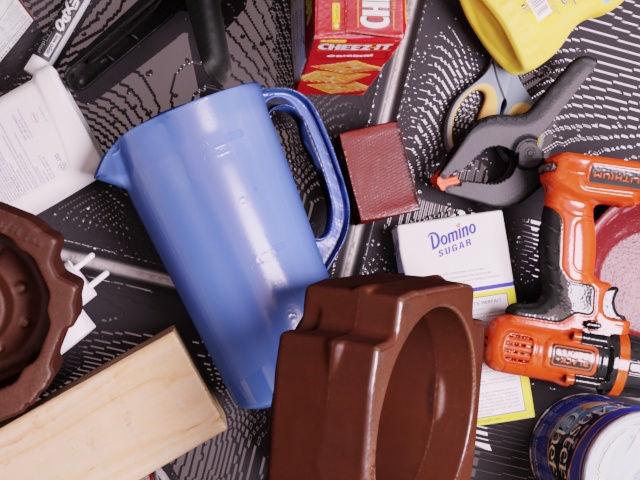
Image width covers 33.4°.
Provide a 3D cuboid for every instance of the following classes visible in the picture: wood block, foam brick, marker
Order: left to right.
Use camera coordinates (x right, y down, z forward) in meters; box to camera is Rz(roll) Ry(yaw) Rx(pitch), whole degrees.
[{"bbox_3d":[-0.210,-0.190,0.896,0.020,0.020,0.121,30,85,-4],"label":"marker"},{"bbox_3d":[-0.186,0.158,0.849,0.206,0.091,0.090,-29,92,-6],"label":"wood block"},{"bbox_3d":[0.046,-0.055,0.899,0.051,0.053,0.078,-14,88,-6],"label":"foam brick"}]

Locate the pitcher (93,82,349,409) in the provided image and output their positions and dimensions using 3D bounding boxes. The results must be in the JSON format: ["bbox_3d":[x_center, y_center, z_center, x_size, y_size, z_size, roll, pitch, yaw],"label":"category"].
[{"bbox_3d":[-0.056,0.001,0.854,0.149,0.144,0.243,-22,94,24],"label":"pitcher"}]

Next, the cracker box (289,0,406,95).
[{"bbox_3d":[0.018,-0.210,0.821,0.072,0.214,0.164,0,88,-6],"label":"cracker box"}]

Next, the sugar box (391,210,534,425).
[{"bbox_3d":[0.120,0.068,0.905,0.093,0.048,0.176,-8,85,-4],"label":"sugar box"}]

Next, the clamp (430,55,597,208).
[{"bbox_3d":[0.181,-0.067,0.905,0.171,0.039,0.120,-28,91,0],"label":"clamp"}]

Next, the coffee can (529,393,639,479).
[{"bbox_3d":[0.239,0.181,0.863,0.102,0.140,0.103,0,88,-6],"label":"coffee can"}]

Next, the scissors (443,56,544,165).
[{"bbox_3d":[0.176,-0.153,0.934,0.096,0.016,0.202,28,85,-5],"label":"scissors"}]

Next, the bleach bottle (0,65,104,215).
[{"bbox_3d":[-0.303,-0.039,0.861,0.250,0.068,0.102,-28,91,-4],"label":"bleach bottle"}]

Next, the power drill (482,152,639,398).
[{"bbox_3d":[0.233,0.030,0.854,0.184,0.057,0.187,9,89,-1],"label":"power drill"}]

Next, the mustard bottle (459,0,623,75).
[{"bbox_3d":[0.214,-0.230,0.910,0.191,0.058,0.096,-37,97,-15],"label":"mustard bottle"}]

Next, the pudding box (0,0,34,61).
[{"bbox_3d":[-0.277,-0.167,0.842,0.039,0.113,0.090,35,84,-1],"label":"pudding box"}]

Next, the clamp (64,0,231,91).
[{"bbox_3d":[-0.118,-0.201,0.870,0.165,0.036,0.210,-2,57,29],"label":"clamp"}]
